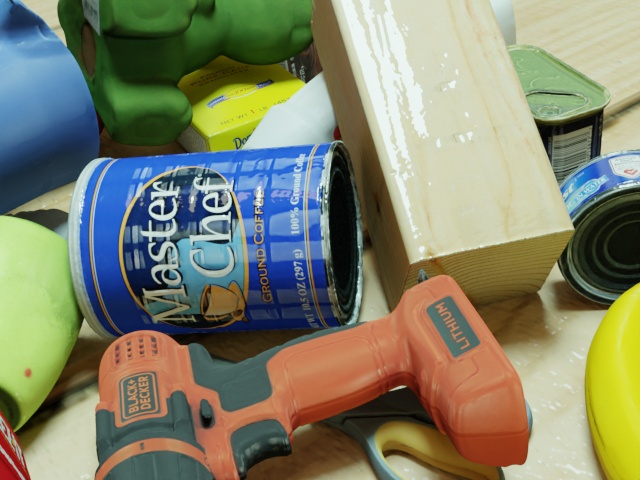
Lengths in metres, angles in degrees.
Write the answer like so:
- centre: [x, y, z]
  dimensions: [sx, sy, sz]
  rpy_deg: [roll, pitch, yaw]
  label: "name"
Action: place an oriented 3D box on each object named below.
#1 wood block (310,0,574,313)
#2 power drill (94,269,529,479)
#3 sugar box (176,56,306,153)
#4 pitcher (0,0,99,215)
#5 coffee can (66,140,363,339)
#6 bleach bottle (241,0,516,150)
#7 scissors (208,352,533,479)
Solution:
- centre: [0.061, -0.071, 0.613]
  dimensions: [0.090, 0.091, 0.206]
  rpy_deg: [-11, 67, -7]
  label: "wood block"
- centre: [-0.008, 0.085, 0.474]
  dimensions: [0.187, 0.057, 0.184]
  rpy_deg: [-13, 31, -7]
  label: "power drill"
- centre: [-0.077, -0.111, 0.815]
  dimensions: [0.093, 0.048, 0.176]
  rpy_deg: [-23, 39, -20]
  label: "sugar box"
- centre: [-0.257, -0.037, 0.597]
  dimensions: [0.242, 0.149, 0.145]
  rpy_deg: [-34, 28, -33]
  label: "pitcher"
- centre: [-0.054, 0.001, 0.591]
  dimensions: [0.140, 0.103, 0.102]
  rpy_deg: [-3, 34, 12]
  label: "coffee can"
- centre: [0.032, -0.082, 0.729]
  dimensions: [0.068, 0.102, 0.250]
  rpy_deg: [32, 58, 33]
  label: "bleach bottle"
- centre: [0.022, 0.078, 0.554]
  dimensions: [0.096, 0.016, 0.202]
  rpy_deg: [-30, 41, -33]
  label: "scissors"
